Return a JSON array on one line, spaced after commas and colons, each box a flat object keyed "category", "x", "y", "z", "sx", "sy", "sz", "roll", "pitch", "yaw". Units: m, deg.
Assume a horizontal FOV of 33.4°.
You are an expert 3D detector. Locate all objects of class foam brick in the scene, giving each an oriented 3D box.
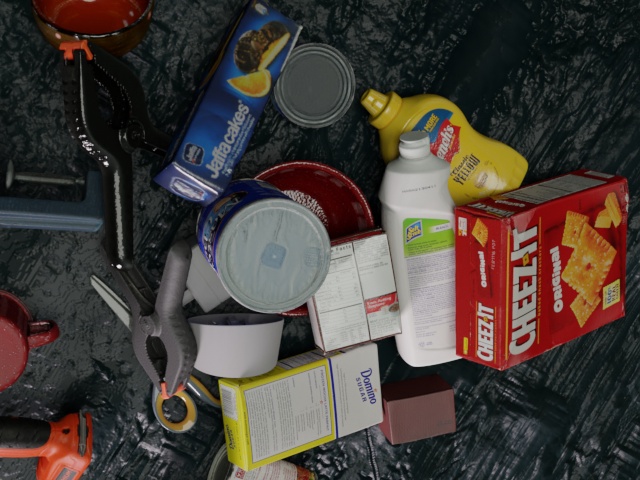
[{"category": "foam brick", "x": 0.105, "y": 0.186, "z": 1.181, "sx": 0.078, "sy": 0.051, "sz": 0.053, "roll": -9, "pitch": 104, "yaw": -13}]

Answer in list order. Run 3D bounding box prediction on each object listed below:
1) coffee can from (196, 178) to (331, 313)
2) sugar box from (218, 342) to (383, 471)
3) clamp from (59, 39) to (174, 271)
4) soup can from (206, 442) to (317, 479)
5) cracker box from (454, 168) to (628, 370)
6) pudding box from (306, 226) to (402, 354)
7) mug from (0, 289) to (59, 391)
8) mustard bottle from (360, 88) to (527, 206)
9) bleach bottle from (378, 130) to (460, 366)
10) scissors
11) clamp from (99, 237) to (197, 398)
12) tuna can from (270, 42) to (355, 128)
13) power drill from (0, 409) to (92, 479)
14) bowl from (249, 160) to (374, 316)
[{"category": "coffee can", "x": -0.057, "y": 0.001, "z": 0.996, "sx": 0.102, "sy": 0.140, "sz": 0.103, "roll": -3, "pitch": 101, "yaw": -14}, {"category": "sugar box", "x": -0.018, "y": 0.169, "z": 1.122, "sx": 0.175, "sy": 0.048, "sz": 0.093, "roll": -13, "pitch": 105, "yaw": -35}, {"category": "clamp", "x": -0.186, "y": -0.086, "z": 0.982, "sx": 0.210, "sy": 0.036, "sz": 0.164, "roll": 62, "pitch": 42, "yaw": -41}, {"category": "soup can", "x": -0.063, "y": 0.262, "z": 1.143, "sx": 0.102, "sy": 0.068, "sz": 0.068, "roll": 24, "pitch": 94, "yaw": -18}, {"category": "cracker box", "x": 0.238, "y": 0.026, "z": 1.127, "sx": 0.213, "sy": 0.072, "sz": 0.164, "roll": -17, "pitch": 111, "yaw": -38}, {"category": "pudding box", "x": 0.030, "y": 0.050, "z": 1.082, "sx": 0.090, "sy": 0.039, "sz": 0.113, "roll": -13, "pitch": 102, "yaw": -11}, {"category": "mug", "x": -0.313, "y": 0.098, "z": 1.037, "sx": 0.117, "sy": 0.081, "sz": 0.093, "roll": -6, "pitch": 102, "yaw": -13}, {"category": "mustard bottle", "x": 0.121, "y": -0.098, "z": 1.125, "sx": 0.191, "sy": 0.058, "sz": 0.096, "roll": 34, "pitch": 96, "yaw": -18}, {"category": "bleach bottle", "x": 0.116, "y": 0.006, "z": 1.113, "sx": 0.102, "sy": 0.068, "sz": 0.251, "roll": -13, "pitch": 117, "yaw": -11}, {"category": "scissors", "x": -0.181, "y": 0.128, "z": 1.113, "sx": 0.201, "sy": 0.016, "sz": 0.096, "roll": 35, "pitch": 91, "yaw": -18}, {"category": "clamp", "x": -0.154, "y": 0.072, "z": 1.052, "sx": 0.039, "sy": 0.120, "sz": 0.171, "roll": -26, "pitch": 103, "yaw": -41}, {"category": "tuna can", "x": -0.010, "y": -0.159, "z": 1.091, "sx": 0.086, "sy": 0.034, "sz": 0.086, "roll": -3, "pitch": 102, "yaw": -14}, {"category": "power drill", "x": -0.330, "y": 0.208, "z": 1.040, "sx": 0.187, "sy": 0.057, "sz": 0.185, "roll": 12, "pitch": 140, "yaw": -28}, {"category": "bowl", "x": -0.027, "y": -0.005, "z": 1.106, "sx": 0.162, "sy": 0.055, "sz": 0.162, "roll": -3, "pitch": 102, "yaw": -14}]
